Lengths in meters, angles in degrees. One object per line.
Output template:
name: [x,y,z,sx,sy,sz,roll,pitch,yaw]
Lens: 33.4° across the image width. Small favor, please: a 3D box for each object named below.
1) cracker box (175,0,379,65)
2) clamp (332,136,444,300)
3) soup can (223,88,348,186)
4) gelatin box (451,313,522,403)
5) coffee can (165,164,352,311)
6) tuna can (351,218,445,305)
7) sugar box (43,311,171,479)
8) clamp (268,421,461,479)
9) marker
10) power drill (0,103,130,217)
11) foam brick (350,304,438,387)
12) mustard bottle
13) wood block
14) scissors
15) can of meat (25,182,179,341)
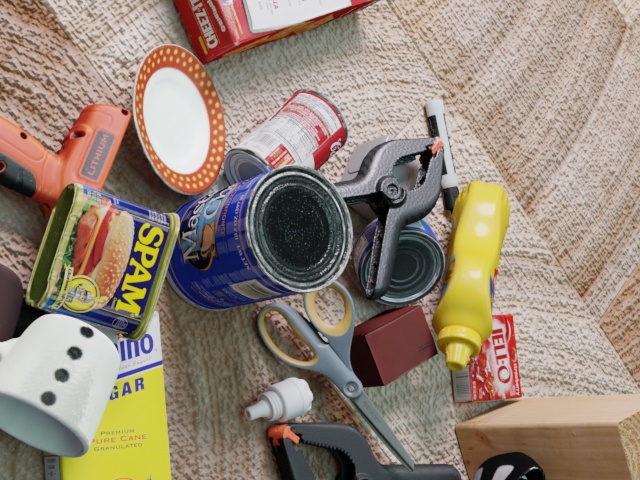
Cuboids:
cracker box: [-0.047,-0.273,0.992,0.213,0.072,0.164,-27,98,-38]
clamp: [0.061,-0.029,0.965,0.171,0.039,0.120,-35,94,-26]
soup can: [-0.031,-0.083,0.968,0.102,0.069,0.068,-45,108,-33]
gelatin box: [0.169,0.120,1.099,0.073,0.030,0.089,2,80,-36]
coffee can: [-0.056,0.001,0.887,0.102,0.141,0.103,8,77,-35]
tuna can: [0.075,0.019,1.016,0.086,0.034,0.086,-5,119,-9]
sugar box: [-0.168,0.145,0.836,0.093,0.048,0.176,0,82,-36]
clamp: [0.029,0.240,0.969,0.209,0.036,0.164,36,65,-26]
marker: [0.130,-0.087,1.118,0.020,0.020,0.121,-8,86,-37]
power drill: [-0.245,-0.109,0.824,0.187,0.057,0.184,27,69,-27]
foam brick: [0.062,0.100,1.011,0.078,0.051,0.053,-24,96,-37]
mustard bottle: [0.145,0.042,1.038,0.058,0.096,0.191,12,54,6]
wood block: [0.241,0.204,1.024,0.090,0.207,0.090,-17,92,-37]
scissors: [0.034,0.112,0.961,0.201,0.016,0.096,38,94,-5]
can of meat: [-0.164,0.015,0.800,0.083,0.058,0.102,21,81,-28]
